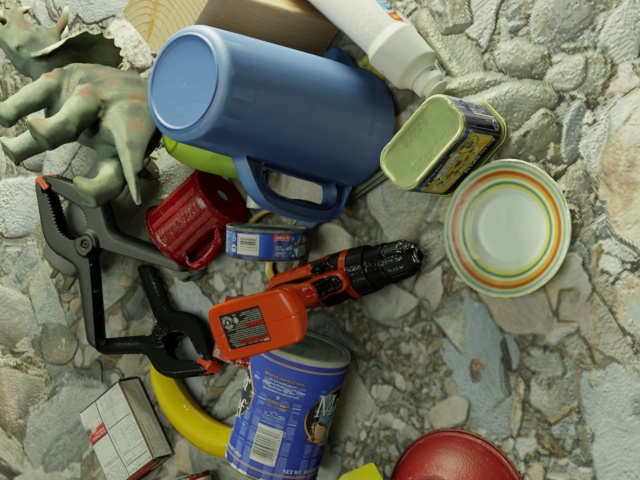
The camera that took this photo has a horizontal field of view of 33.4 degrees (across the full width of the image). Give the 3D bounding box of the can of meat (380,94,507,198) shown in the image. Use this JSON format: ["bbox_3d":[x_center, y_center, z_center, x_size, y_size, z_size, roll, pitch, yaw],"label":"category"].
[{"bbox_3d":[0.117,-0.090,1.024,0.102,0.083,0.057,-50,64,25],"label":"can of meat"}]

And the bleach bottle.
[{"bbox_3d":[0.039,-0.233,1.083,0.068,0.102,0.251,-46,71,15],"label":"bleach bottle"}]

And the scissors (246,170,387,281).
[{"bbox_3d":[-0.002,-0.009,1.152,0.202,0.016,0.096,-13,84,35],"label":"scissors"}]

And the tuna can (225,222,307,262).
[{"bbox_3d":[-0.057,0.001,1.128,0.086,0.085,0.034,7,97,36],"label":"tuna can"}]

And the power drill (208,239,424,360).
[{"bbox_3d":[-0.007,0.054,1.052,0.185,0.187,0.057,-19,93,32],"label":"power drill"}]

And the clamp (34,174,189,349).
[{"bbox_3d":[-0.270,0.013,1.254,0.210,0.036,0.165,45,107,9],"label":"clamp"}]

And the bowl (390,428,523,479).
[{"bbox_3d":[0.121,0.267,1.038,0.162,0.055,0.162,0,91,36],"label":"bowl"}]

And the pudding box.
[{"bbox_3d":[-0.239,0.237,1.310,0.090,0.039,0.113,-39,70,29],"label":"pudding box"}]

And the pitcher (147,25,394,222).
[{"bbox_3d":[-0.047,-0.119,1.043,0.145,0.242,0.149,-52,56,23],"label":"pitcher"}]

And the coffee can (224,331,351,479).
[{"bbox_3d":[-0.035,0.173,1.121,0.103,0.102,0.140,22,103,34],"label":"coffee can"}]

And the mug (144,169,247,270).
[{"bbox_3d":[-0.135,-0.019,1.197,0.082,0.093,0.117,-41,39,24],"label":"mug"}]

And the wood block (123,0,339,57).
[{"bbox_3d":[-0.086,-0.226,1.096,0.090,0.205,0.091,49,117,26],"label":"wood block"}]

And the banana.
[{"bbox_3d":[-0.139,0.201,1.241,0.198,0.037,0.069,27,81,31],"label":"banana"}]

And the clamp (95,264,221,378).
[{"bbox_3d":[-0.193,0.118,1.263,0.172,0.039,0.120,39,97,32],"label":"clamp"}]
